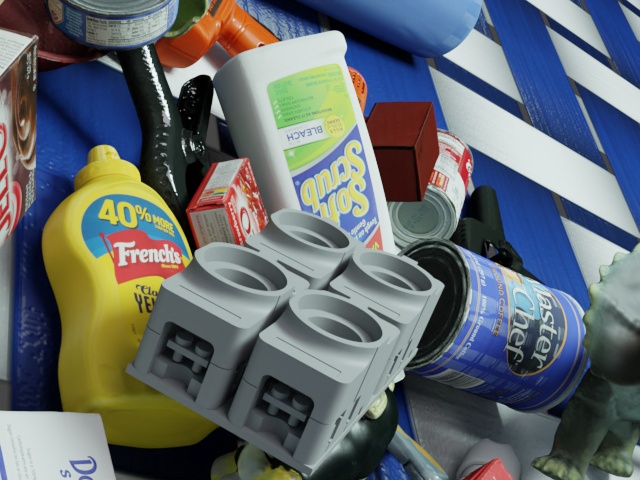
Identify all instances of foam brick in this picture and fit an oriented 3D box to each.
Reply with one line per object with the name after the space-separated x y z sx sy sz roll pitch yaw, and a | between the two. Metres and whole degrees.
0.062 -0.073 0.864 0.078 0.051 0.053 -63 149 -52 | foam brick

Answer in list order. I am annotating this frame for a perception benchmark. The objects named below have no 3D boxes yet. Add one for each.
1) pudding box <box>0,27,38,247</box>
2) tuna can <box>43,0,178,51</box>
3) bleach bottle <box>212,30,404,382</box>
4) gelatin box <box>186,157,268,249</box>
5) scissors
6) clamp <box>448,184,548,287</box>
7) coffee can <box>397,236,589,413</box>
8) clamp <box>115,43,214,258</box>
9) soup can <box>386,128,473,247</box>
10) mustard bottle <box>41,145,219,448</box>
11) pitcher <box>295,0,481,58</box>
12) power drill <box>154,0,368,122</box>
-0.182 -0.044 0.561 0.039 0.114 0.090 12 37 2 | pudding box
-0.131 -0.160 0.672 0.086 0.034 0.086 6 53 -8 | tuna can
0.010 -0.018 0.766 0.102 0.068 0.251 -19 87 -29 | bleach bottle
-0.055 0.001 0.697 0.073 0.030 0.089 -73 151 -62 | gelatin box
0.074 0.156 0.669 0.096 0.016 0.202 45 1 -34 | scissors
0.156 0.012 0.959 0.209 0.036 0.165 6 49 -60 | clamp
0.123 0.067 0.818 0.140 0.103 0.103 22 41 -35 | coffee can
-0.101 -0.066 0.710 0.120 0.039 0.171 38 37 -54 | clamp
0.093 -0.045 0.930 0.068 0.069 0.102 42 34 -12 | soup can
-0.114 0.023 0.623 0.096 0.058 0.192 17 44 -42 | mustard bottle
0.045 -0.275 1.068 0.242 0.145 0.149 18 56 -44 | pitcher
-0.043 -0.120 0.858 0.187 0.057 0.184 38 34 -20 | power drill
